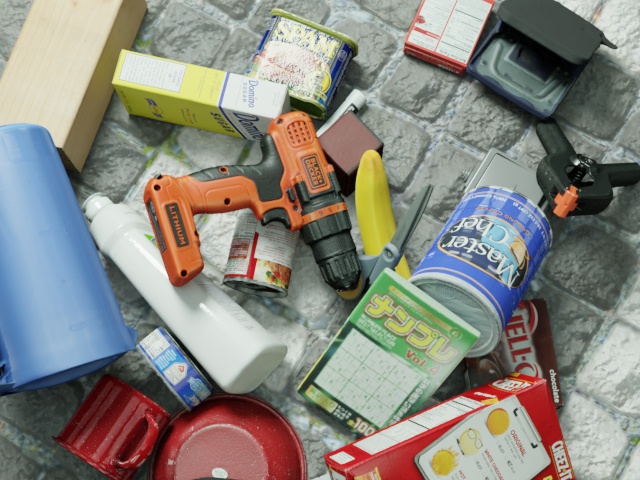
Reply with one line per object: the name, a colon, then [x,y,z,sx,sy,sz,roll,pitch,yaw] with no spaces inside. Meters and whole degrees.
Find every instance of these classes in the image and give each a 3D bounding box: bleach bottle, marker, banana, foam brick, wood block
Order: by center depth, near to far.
bleach bottle: [-0.148,0.045,1.079,0.251,0.102,0.068,44,94,16]
banana: [0.070,0.005,1.079,0.037,0.070,0.198,-22,96,-28]
foam brick: [0.029,-0.090,1.108,0.053,0.078,0.051,-42,79,-11]
wood block: [-0.267,-0.189,1.131,0.090,0.091,0.206,18,78,5]
marker: [0.004,-0.113,1.143,0.020,0.020,0.121,40,81,10]

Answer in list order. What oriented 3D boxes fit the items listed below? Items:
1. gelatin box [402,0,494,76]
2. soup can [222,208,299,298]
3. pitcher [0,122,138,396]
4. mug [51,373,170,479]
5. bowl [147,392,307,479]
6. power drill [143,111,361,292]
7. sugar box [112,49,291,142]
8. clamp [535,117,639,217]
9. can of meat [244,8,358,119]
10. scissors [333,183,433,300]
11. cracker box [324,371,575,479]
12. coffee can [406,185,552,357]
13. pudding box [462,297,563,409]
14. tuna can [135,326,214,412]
gelatin box: [0.139,-0.233,1.164,0.073,0.030,0.089,23,79,5]
soup can: [-0.057,0.001,1.093,0.068,0.068,0.102,10,77,3]
pitcher: [-0.281,0.020,1.005,0.145,0.149,0.243,-20,85,2]
mug: [-0.194,0.186,1.033,0.093,0.117,0.081,43,72,-30]
bowl: [-0.094,0.227,1.047,0.162,0.055,0.162,0,77,2]
power drill: [-0.064,-0.018,1.030,0.187,0.057,0.184,-18,84,-20]
sugar box: [-0.121,-0.146,1.116,0.176,0.093,0.048,15,78,5]
clamp: [0.253,-0.073,1.076,0.120,0.171,0.039,29,119,18]
can of meat: [-0.022,-0.187,1.143,0.102,0.057,0.084,23,81,7]
scissors: [0.055,0.008,1.046,0.096,0.202,0.016,35,43,31]
cracker box: [0.126,0.237,0.987,0.213,0.072,0.164,-20,99,-18]
coffee can: [0.152,0.029,1.035,0.103,0.103,0.140,31,52,8]
pudding box: [0.189,0.118,1.074,0.090,0.039,0.113,-7,76,0]
tuna can: [-0.144,0.126,1.056,0.033,0.086,0.086,-39,79,-9]
